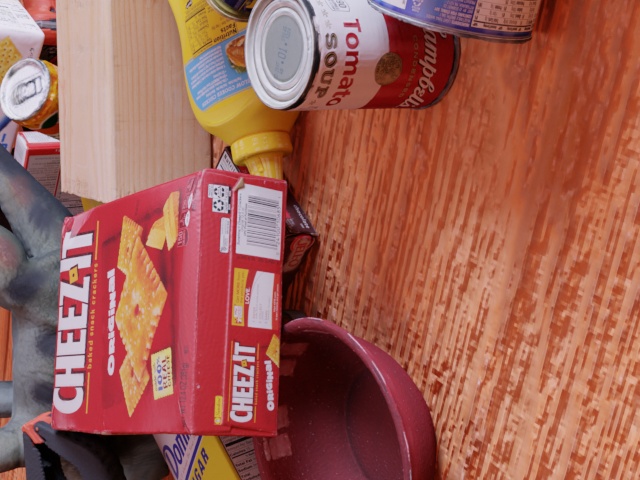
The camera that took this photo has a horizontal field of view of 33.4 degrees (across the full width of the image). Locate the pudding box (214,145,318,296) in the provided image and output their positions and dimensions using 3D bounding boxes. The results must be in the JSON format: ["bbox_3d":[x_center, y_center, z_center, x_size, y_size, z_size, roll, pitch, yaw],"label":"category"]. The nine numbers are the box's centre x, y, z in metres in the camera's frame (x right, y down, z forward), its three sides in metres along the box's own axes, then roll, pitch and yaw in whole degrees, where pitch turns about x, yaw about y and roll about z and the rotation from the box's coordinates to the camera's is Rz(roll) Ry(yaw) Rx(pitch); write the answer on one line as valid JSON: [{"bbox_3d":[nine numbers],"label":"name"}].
[{"bbox_3d":[-0.055,0.001,0.764,0.090,0.039,0.114,60,135,31],"label":"pudding box"}]

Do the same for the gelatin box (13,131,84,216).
[{"bbox_3d":[-0.246,-0.058,0.981,0.030,0.073,0.089,52,134,37],"label":"gelatin box"}]

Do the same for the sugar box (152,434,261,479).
[{"bbox_3d":[-0.061,0.186,0.778,0.176,0.048,0.093,56,141,21],"label":"sugar box"}]

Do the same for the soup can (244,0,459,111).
[{"bbox_3d":[0.017,-0.106,0.595,0.069,0.102,0.068,11,104,52],"label":"soup can"}]

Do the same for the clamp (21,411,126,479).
[{"bbox_3d":[-0.159,0.202,0.800,0.120,0.039,0.171,-25,94,14],"label":"clamp"}]

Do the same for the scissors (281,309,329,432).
[{"bbox_3d":[-0.047,0.130,0.792,0.096,0.016,0.202,59,137,29],"label":"scissors"}]

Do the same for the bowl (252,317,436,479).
[{"bbox_3d":[0.022,0.124,0.664,0.162,0.055,0.162,12,105,52],"label":"bowl"}]

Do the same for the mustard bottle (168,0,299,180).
[{"bbox_3d":[-0.054,-0.128,0.724,0.096,0.058,0.191,-19,80,40],"label":"mustard bottle"}]

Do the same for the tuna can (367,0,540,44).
[{"bbox_3d":[0.069,-0.127,0.537,0.086,0.085,0.034,36,122,45],"label":"tuna can"}]

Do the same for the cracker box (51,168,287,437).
[{"bbox_3d":[-0.111,0.051,0.730,0.214,0.072,0.164,-12,73,52],"label":"cracker box"}]

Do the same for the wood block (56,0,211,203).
[{"bbox_3d":[-0.142,-0.137,0.815,0.090,0.090,0.206,13,106,51],"label":"wood block"}]
